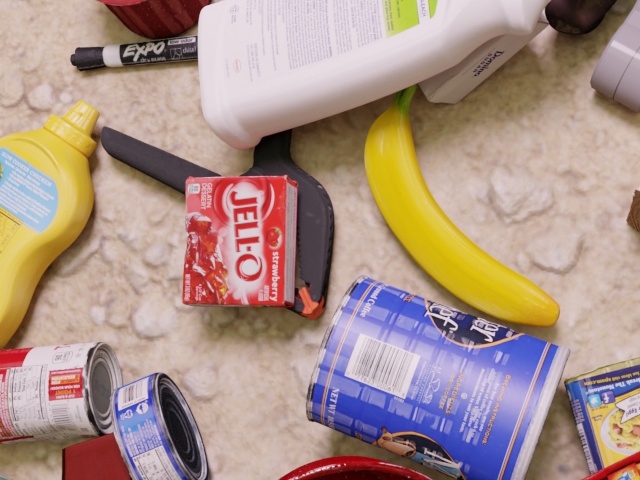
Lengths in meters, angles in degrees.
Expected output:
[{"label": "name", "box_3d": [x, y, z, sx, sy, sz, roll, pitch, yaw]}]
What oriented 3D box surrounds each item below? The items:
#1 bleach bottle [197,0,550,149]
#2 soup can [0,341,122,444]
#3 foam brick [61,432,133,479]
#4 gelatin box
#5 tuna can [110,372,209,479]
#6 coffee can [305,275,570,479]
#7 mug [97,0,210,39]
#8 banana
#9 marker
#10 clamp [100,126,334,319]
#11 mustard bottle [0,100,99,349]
[{"label": "bleach bottle", "box_3d": [0.044, -0.137, 0.695, 0.251, 0.068, 0.102, -12, 71, 21]}, {"label": "soup can", "box_3d": [-0.198, 0.108, 0.749, 0.102, 0.068, 0.068, -6, 76, 9]}, {"label": "foam brick", "box_3d": [-0.139, 0.176, 0.714, 0.051, 0.053, 0.078, -20, 42, 6]}, {"label": "gelatin box", "box_3d": [-0.055, 0.001, 0.727, 0.073, 0.030, 0.089, 0, 84, 15]}, {"label": "tuna can", "box_3d": [-0.107, 0.133, 0.716, 0.034, 0.086, 0.086, -23, 74, 4]}, {"label": "coffee can", "box_3d": [0.075, 0.093, 0.680, 0.140, 0.102, 0.103, 19, 82, 15]}, {"label": "mug", "box_3d": [-0.122, -0.211, 0.798, 0.093, 0.081, 0.117, 38, 87, 16]}, {"label": "banana", "box_3d": [0.083, -0.013, 0.728, 0.070, 0.037, 0.198, -38, 77, 31]}, {"label": "marker", "box_3d": [-0.134, -0.144, 0.818, 0.121, 0.020, 0.020, -4, 77, 11]}, {"label": "clamp", "box_3d": [-0.060, -0.034, 0.769, 0.164, 0.036, 0.210, -23, 75, 5]}, {"label": "mustard bottle", "box_3d": [-0.224, -0.021, 0.788, 0.096, 0.058, 0.191, 32, 86, 21]}]
